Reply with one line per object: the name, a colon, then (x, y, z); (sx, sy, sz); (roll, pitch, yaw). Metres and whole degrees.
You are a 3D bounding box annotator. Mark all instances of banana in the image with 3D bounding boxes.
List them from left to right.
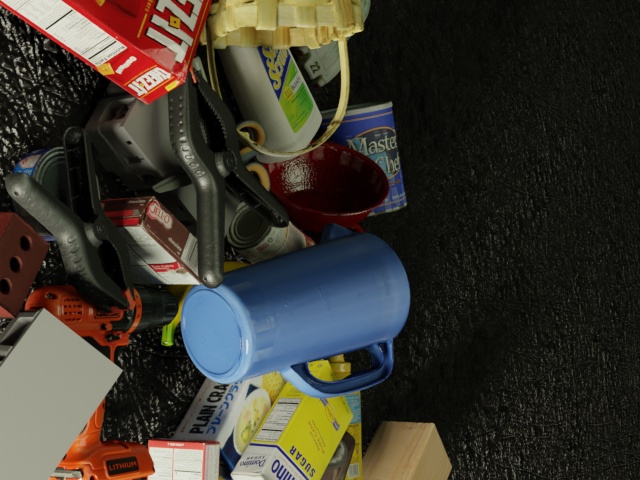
banana: (-0.112, 0.056, 1.166); (0.197, 0.037, 0.069); (-19, 98, -46)

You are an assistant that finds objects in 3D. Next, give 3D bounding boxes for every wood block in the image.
wood block: (0.097, 0.352, 1.456); (0.205, 0.090, 0.091); (-57, 133, -45)

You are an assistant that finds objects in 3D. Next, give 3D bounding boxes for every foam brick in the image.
foam brick: (-0.275, 0.021, 0.901); (0.053, 0.051, 0.078); (52, 45, -44)

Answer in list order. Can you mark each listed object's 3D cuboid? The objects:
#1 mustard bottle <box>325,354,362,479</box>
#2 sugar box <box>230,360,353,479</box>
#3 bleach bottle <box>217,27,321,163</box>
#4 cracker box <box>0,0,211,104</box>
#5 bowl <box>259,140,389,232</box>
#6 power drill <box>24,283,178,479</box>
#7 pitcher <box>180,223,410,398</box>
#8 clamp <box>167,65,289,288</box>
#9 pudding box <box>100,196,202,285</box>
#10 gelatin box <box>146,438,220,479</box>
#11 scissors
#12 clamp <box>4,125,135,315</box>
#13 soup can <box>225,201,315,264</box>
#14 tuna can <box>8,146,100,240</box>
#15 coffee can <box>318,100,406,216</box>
mustard bottle: (0.019, 0.232, 1.368); (0.096, 0.058, 0.191); (9, 79, -60)
sugar box: (-0.027, 0.223, 1.170); (0.093, 0.048, 0.176); (66, 35, -30)
bleach bottle: (-0.082, -0.220, 1.246); (0.250, 0.068, 0.102); (64, 37, -29)
cracker box: (-0.201, -0.255, 0.982); (0.213, 0.072, 0.164); (34, 55, -32)
bowl: (0.000, -0.058, 1.309); (0.161, 0.162, 0.055); (-48, 156, -50)
power drill: (-0.199, 0.132, 1.013); (0.184, 0.057, 0.187); (3, 81, -55)
pitcher: (-0.022, 0.083, 1.138); (0.242, 0.149, 0.145); (-13, 125, -45)
clamp: (-0.098, -0.074, 1.067); (0.164, 0.036, 0.210); (-33, 109, -59)
pudding box: (-0.172, 0.002, 1.040); (0.113, 0.090, 0.039); (51, 47, -45)
gelatin box: (-0.140, 0.247, 1.083); (0.030, 0.073, 0.089); (13, 75, -58)
scissors: (-0.104, -0.059, 1.111); (0.201, 0.016, 0.096); (-50, 127, -50)
clamp: (-0.209, -0.017, 0.951); (0.171, 0.039, 0.120); (66, 31, -29)
soup can: (-0.058, 0.002, 1.254); (0.102, 0.069, 0.068); (41, 53, -49)
tuna can: (-0.244, -0.042, 0.978); (0.086, 0.034, 0.086); (10, 78, -59)
coffee can: (0.055, -0.108, 1.421); (0.102, 0.103, 0.140); (-25, 109, -57)
